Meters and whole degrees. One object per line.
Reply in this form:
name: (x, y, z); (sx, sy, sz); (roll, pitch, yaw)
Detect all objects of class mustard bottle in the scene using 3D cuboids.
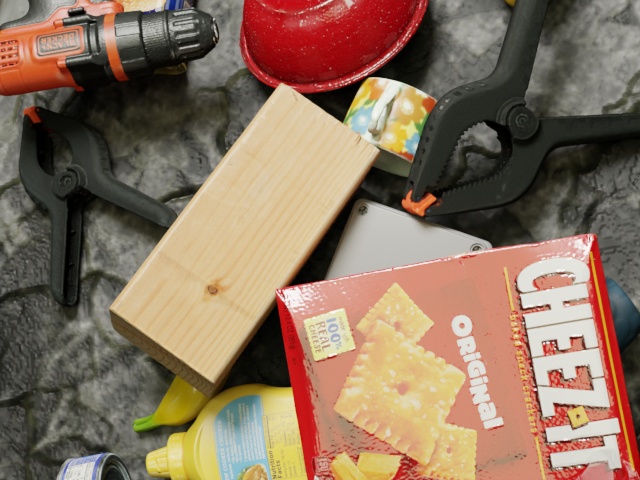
mustard bottle: (-0.036, 0.152, 0.791); (0.192, 0.058, 0.096); (-11, 82, 9)

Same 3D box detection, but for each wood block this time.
wood block: (-0.055, 0.001, 0.780); (0.091, 0.090, 0.206); (35, 74, 2)

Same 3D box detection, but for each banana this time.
banana: (-0.092, 0.061, 0.832); (0.070, 0.037, 0.198); (13, 81, 12)

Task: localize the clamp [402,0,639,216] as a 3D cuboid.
clamp: (0.138, -0.099, 0.778); (0.210, 0.036, 0.164); (-34, 100, -6)

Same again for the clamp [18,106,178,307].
clamp: (-0.189, -0.044, 0.872); (0.120, 0.039, 0.171); (-24, 75, 4)

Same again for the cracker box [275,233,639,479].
cracker box: (0.089, 0.094, 0.705); (0.214, 0.072, 0.164); (-10, 82, 10)

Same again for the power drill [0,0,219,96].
power drill: (-0.178, -0.210, 0.837); (0.184, 0.057, 0.187); (-9, 72, 2)

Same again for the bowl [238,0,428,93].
bowl: (0.000, -0.195, 0.830); (0.162, 0.055, 0.162); (-11, 57, 18)

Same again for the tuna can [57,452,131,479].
tuna can: (-0.164, 0.202, 0.792); (0.034, 0.086, 0.086); (-12, 76, 7)
